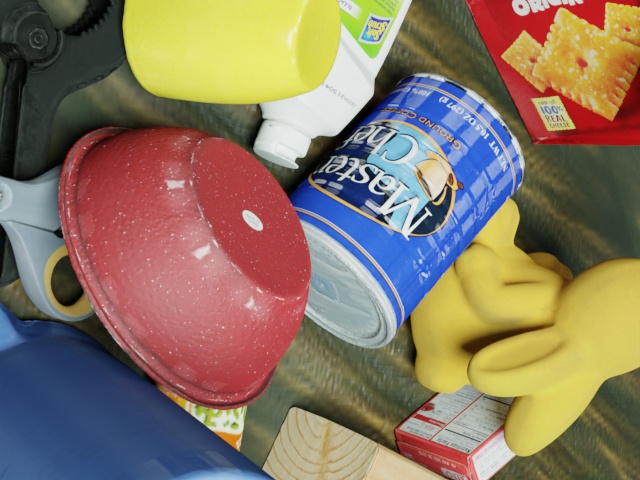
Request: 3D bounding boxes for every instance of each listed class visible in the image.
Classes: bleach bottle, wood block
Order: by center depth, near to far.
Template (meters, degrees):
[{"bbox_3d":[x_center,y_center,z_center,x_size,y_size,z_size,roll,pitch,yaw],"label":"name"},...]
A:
[{"bbox_3d":[0.013,-0.166,0.633,0.102,0.068,0.251,26,83,-37],"label":"bleach bottle"},{"bbox_3d":[0.058,0.196,0.702,0.205,0.090,0.091,34,76,-36],"label":"wood block"}]

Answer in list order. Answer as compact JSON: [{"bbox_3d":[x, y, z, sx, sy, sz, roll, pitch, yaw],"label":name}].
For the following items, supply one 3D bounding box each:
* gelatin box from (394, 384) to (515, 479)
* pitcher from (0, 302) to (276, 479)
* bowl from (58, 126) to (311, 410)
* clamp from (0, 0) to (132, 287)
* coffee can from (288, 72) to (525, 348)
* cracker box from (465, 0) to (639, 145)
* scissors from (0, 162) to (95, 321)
[{"bbox_3d":[0.107,0.128,0.741,0.089,0.073,0.030,-34,116,-30],"label":"gelatin box"},{"bbox_3d":[-0.097,0.130,0.473,0.149,0.243,0.145,31,80,-31],"label":"pitcher"},{"bbox_3d":[-0.054,0.001,0.538,0.162,0.055,0.162,42,30,-32],"label":"bowl"},{"bbox_3d":[-0.146,-0.090,0.534,0.209,0.036,0.164,-48,128,-23],"label":"clamp"},{"bbox_3d":[0.043,-0.019,0.650,0.140,0.103,0.102,-47,122,-23],"label":"coffee can"},{"bbox_3d":[0.177,-0.160,0.696,0.072,0.164,0.213,-49,123,-25],"label":"cracker box"},{"bbox_3d":[-0.153,-0.003,0.502,0.201,0.016,0.096,-5,107,-59],"label":"scissors"}]
